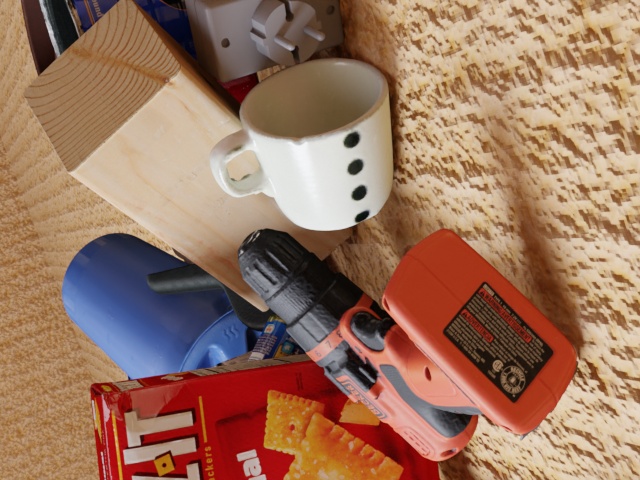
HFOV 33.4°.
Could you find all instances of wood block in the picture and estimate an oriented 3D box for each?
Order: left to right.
[{"bbox_3d":[-0.078,-0.048,0.690,0.205,0.090,0.091,42,-171,-50],"label":"wood block"}]

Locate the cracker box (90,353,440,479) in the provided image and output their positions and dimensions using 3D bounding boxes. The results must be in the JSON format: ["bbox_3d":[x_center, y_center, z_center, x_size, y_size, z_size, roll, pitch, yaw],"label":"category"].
[{"bbox_3d":[-0.030,0.160,0.688,0.072,0.213,0.164,165,98,-72],"label":"cracker box"}]

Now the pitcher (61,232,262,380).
[{"bbox_3d":[-0.144,0.090,1.004,0.243,0.149,0.145,27,157,45],"label":"pitcher"}]

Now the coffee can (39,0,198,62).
[{"bbox_3d":[-0.106,-0.159,0.716,0.103,0.140,0.103,54,156,37],"label":"coffee can"}]

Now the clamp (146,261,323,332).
[{"bbox_3d":[-0.056,0.001,0.854,0.210,0.036,0.164,28,104,43],"label":"clamp"}]

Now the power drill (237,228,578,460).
[{"bbox_3d":[0.042,0.048,0.590,0.184,0.057,0.188,42,162,-5],"label":"power drill"}]
